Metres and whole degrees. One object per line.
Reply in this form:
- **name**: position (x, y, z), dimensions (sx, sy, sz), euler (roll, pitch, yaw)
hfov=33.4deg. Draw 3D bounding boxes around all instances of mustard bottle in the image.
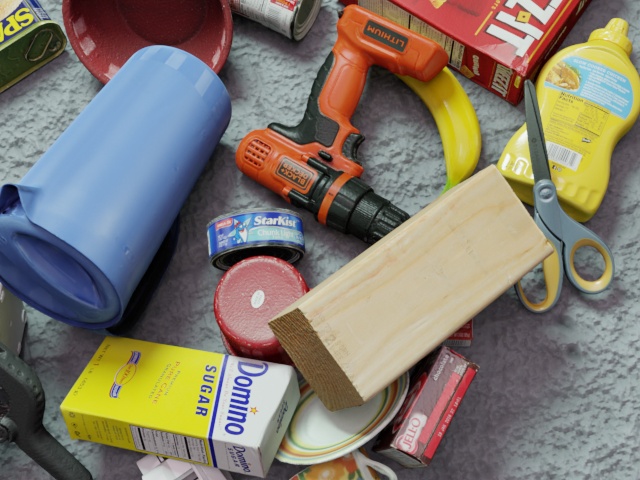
- **mustard bottle**: position (0.236, -0.119, 0.964), dimensions (0.096, 0.058, 0.191), euler (24, 76, 10)

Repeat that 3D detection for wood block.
- **wood block**: position (0.072, 0.039, 0.855), dimensions (0.205, 0.091, 0.090), euler (-35, 90, -22)

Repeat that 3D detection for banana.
- **banana**: position (0.098, -0.132, 0.990), dimensions (0.069, 0.037, 0.198), euler (-25, 72, -4)

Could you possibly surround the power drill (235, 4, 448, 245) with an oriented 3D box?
- **power drill**: position (0.038, -0.102, 0.955), dimensions (0.184, 0.057, 0.187), euler (30, 89, 16)

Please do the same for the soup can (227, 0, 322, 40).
- **soup can**: position (-0.055, -0.241, 1.020), dimensions (0.102, 0.068, 0.068), euler (26, 76, 11)

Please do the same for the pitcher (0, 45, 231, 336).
- **pitcher**: position (-0.170, -0.046, 0.918), dimensions (0.145, 0.149, 0.242), euler (33, 55, -6)

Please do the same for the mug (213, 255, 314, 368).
- **mug**: position (-0.035, 0.060, 0.915), dimensions (0.117, 0.081, 0.093), euler (-8, 72, 2)

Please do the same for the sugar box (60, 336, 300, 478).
- **sugar box**: position (-0.114, 0.134, 0.883), dimensions (0.176, 0.048, 0.093), euler (5, 40, 18)

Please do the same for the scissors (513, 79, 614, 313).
- **scissors**: position (0.209, -0.033, 0.907), dimensions (0.096, 0.016, 0.202), euler (4, 106, 0)

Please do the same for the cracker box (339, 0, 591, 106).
- **cracker box**: position (0.142, -0.255, 1.008), dimensions (0.214, 0.072, 0.164), euler (33, 78, 13)

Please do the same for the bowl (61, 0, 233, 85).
- **bowl**: position (-0.155, -0.213, 0.998), dimensions (0.162, 0.162, 0.055), euler (6, 33, 6)

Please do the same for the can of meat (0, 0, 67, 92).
- **can of meat**: position (-0.312, -0.203, 1.035), dimensions (0.102, 0.057, 0.084), euler (-35, 70, -8)

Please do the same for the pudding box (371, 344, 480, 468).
- **pudding box**: position (0.083, 0.138, 0.865), dimensions (0.039, 0.113, 0.090), euler (30, 76, 4)

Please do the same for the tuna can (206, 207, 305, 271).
- **tuna can**: position (-0.056, 0.001, 0.934), dimensions (0.086, 0.086, 0.034), euler (-7, 73, 2)

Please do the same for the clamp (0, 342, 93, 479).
- **clamp**: position (-0.252, 0.154, 0.883), dimensions (0.120, 0.171, 0.039), euler (-1, 30, -7)
